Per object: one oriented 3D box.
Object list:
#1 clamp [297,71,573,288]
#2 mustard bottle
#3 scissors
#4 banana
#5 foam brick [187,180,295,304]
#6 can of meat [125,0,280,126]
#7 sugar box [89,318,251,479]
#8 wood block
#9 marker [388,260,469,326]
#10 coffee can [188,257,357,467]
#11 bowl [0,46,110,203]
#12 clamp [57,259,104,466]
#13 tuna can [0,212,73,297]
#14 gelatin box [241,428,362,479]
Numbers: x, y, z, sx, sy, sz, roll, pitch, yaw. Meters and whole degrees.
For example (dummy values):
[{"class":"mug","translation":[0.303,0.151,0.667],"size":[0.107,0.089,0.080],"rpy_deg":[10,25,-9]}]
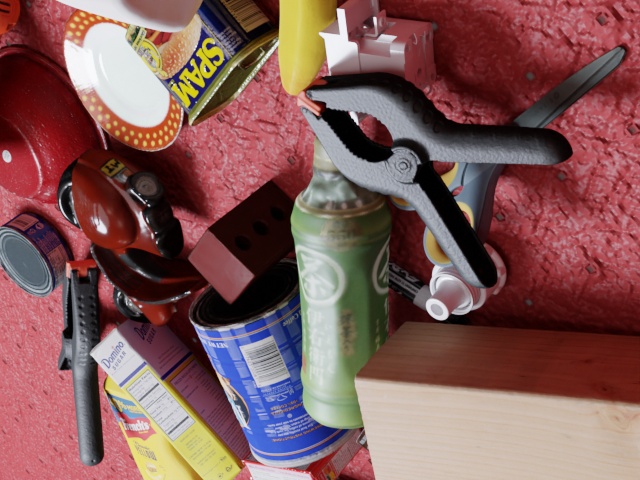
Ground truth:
[{"class":"clamp","translation":[0.061,-0.044,0.668],"size":[0.172,0.039,0.120],"rpy_deg":[27,122,19]},{"class":"mustard bottle","translation":[-0.176,0.179,1.108],"size":[0.096,0.058,0.191],"rpy_deg":[9,127,43]},{"class":"scissors","translation":[0.118,-0.042,0.673],"size":[0.202,0.016,0.096],"rpy_deg":[-19,82,48]},{"class":"banana","translation":[-0.023,-0.190,0.682],"size":[0.070,0.037,0.198],"rpy_deg":[-1,117,41]},{"class":"foam brick","translation":[-0.055,0.001,0.838],"size":[0.053,0.078,0.051],"rpy_deg":[45,142,3]},{"class":"can of meat","translation":[-0.085,-0.146,0.762],"size":[0.084,0.057,0.102],"rpy_deg":[50,140,1]},{"class":"sugar box","translation":[-0.132,0.148,1.014],"size":[0.176,0.093,0.048],"rpy_deg":[46,104,1]},{"class":"wood block","translation":[0.139,0.117,0.721],"size":[0.206,0.090,0.091],"rpy_deg":[1,114,32]},{"class":"marker","translation":[0.060,0.030,0.805],"size":[0.121,0.020,0.020],"rpy_deg":[33,138,17]},{"class":"coffee can","translation":[-0.035,0.100,0.881],"size":[0.103,0.102,0.140],"rpy_deg":[0,122,42]},{"class":"bowl","translation":[-0.267,-0.091,0.971],"size":[0.162,0.055,0.162],"rpy_deg":[24,136,26]},{"class":"clamp","translation":[-0.242,0.114,1.088],"size":[0.165,0.036,0.210],"rpy_deg":[-118,31,-43]},{"class":"tuna can","translation":[-0.296,0.014,1.099],"size":[0.086,0.033,0.086],"rpy_deg":[24,135,26]},{"class":"gelatin box","translation":[-0.015,0.191,0.960],"size":[0.089,0.073,0.030],"rpy_deg":[-3,119,43]}]
